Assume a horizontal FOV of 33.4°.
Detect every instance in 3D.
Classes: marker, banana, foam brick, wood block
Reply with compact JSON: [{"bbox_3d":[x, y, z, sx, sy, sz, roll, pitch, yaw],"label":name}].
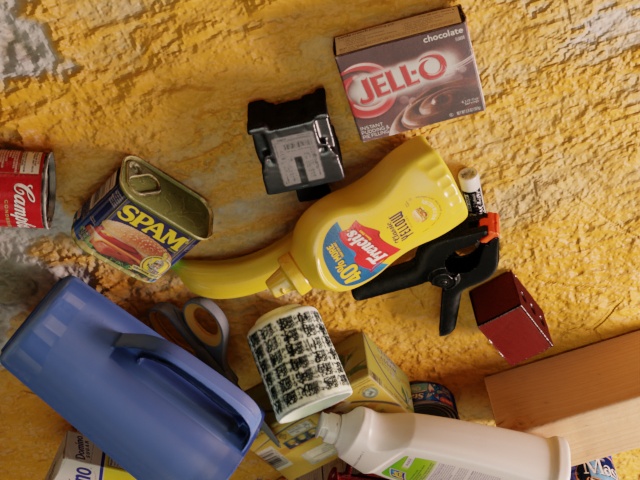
[{"bbox_3d":[0.151,-0.019,1.025,0.020,0.020,0.121,-14,131,6],"label":"marker"},{"bbox_3d":[-0.054,0.015,1.023,0.198,0.037,0.069,-18,131,11],"label":"banana"},{"bbox_3d":[0.196,0.081,1.095,0.051,0.053,0.078,-29,128,19],"label":"foam brick"},{"bbox_3d":[0.296,0.178,1.166,0.206,0.091,0.090,-19,131,11],"label":"wood block"}]

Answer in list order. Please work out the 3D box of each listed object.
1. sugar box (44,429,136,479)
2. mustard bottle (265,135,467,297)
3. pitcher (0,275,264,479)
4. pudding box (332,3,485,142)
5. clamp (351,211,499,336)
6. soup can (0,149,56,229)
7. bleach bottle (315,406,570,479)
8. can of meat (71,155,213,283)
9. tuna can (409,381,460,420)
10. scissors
[{"bbox_3d":[-0.202,0.265,1.149,0.176,0.048,0.093,15,128,-19],"label":"sugar box"},{"bbox_3d":[0.034,-0.008,0.964,0.191,0.058,0.096,-33,133,1],"label":"mustard bottle"},{"bbox_3d":[-0.177,0.141,1.024,0.242,0.145,0.149,40,94,-10],"label":"pitcher"},{"bbox_3d":[0.075,-0.140,0.897,0.113,0.039,0.090,-15,131,8],"label":"pudding box"},{"bbox_3d":[0.109,0.028,1.040,0.120,0.039,0.172,13,135,-17],"label":"clamp"},{"bbox_3d":[-0.286,-0.046,0.927,0.102,0.068,0.068,2,131,-7],"label":"soup can"},{"bbox_3d":[0.120,0.218,1.097,0.250,0.068,0.103,16,134,-6],"label":"bleach bottle"},{"bbox_3d":[-0.163,-0.016,0.973,0.102,0.057,0.084,33,124,-29],"label":"can of meat"},{"bbox_3d":[0.113,0.198,1.203,0.086,0.034,0.086,-3,132,-3],"label":"tuna can"},{"bbox_3d":[-0.089,0.128,1.078,0.201,0.016,0.096,43,133,-8],"label":"scissors"}]
